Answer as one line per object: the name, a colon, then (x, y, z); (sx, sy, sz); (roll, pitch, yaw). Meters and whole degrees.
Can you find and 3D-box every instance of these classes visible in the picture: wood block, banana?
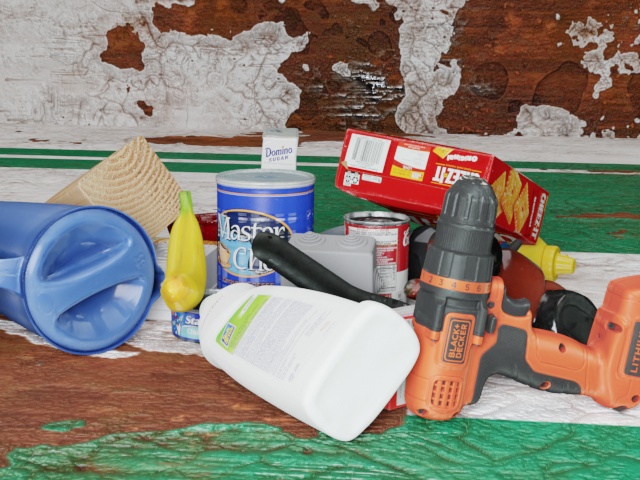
wood block: (-0.234, -0.028, 1.136); (0.090, 0.091, 0.206); (-43, 13, -31)
banana: (-0.128, 0.024, 0.983); (0.037, 0.069, 0.198); (-16, 27, 2)

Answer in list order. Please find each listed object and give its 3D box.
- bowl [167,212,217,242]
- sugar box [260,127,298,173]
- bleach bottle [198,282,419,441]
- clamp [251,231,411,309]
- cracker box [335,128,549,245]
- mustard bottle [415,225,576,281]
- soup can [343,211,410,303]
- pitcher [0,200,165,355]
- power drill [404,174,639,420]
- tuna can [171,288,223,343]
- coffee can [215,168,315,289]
bowl: (-0.117, -0.005, 1.328); (0.162, 0.055, 0.162); (-3, 6, 0)
sugar box: (-0.049, -0.036, 1.201); (0.048, 0.176, 0.093); (1, 11, -1)
bleach bottle: (-0.030, 0.075, 0.855); (0.068, 0.102, 0.251); (44, -13, -28)
clamp: (0.032, 0.059, 0.913); (0.210, 0.036, 0.164); (20, -19, 15)
cracker box: (0.134, -0.052, 1.141); (0.164, 0.072, 0.213); (13, -2, 27)
mustard bottle: (0.201, 0.020, 1.248); (0.192, 0.058, 0.096); (7, 10, 26)
soup can: (0.056, 0.025, 1.092); (0.068, 0.102, 0.068); (1, 11, 0)
pitcher: (-0.278, 0.022, 1.023); (0.144, 0.149, 0.243); (-47, 31, -24)
power drill: (0.162, 0.052, 0.810); (0.187, 0.184, 0.057); (8, 10, -13)
tuna can: (-0.100, 0.072, 1.020); (0.086, 0.034, 0.086); (1, 11, 0)
coffee can: (-0.057, 0.001, 1.106); (0.103, 0.140, 0.103); (1, 11, 0)
